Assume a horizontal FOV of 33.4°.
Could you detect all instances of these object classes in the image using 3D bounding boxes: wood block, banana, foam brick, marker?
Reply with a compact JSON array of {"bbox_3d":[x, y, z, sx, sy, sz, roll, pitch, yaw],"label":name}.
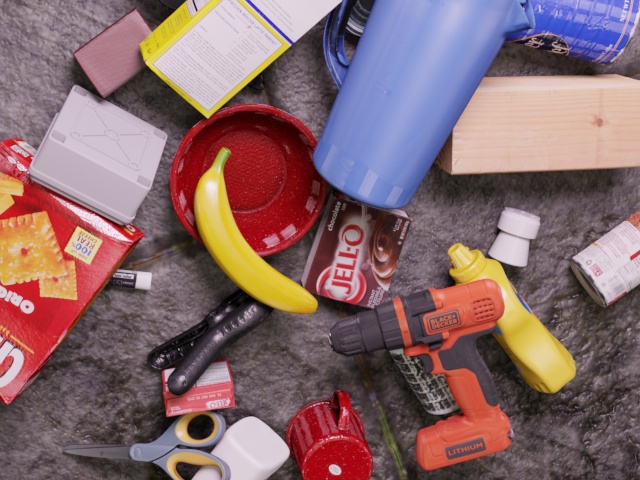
[{"bbox_3d":[0.226,-0.123,1.121,0.206,0.090,0.091,-2,105,-9],"label":"wood block"},{"bbox_3d":[-0.075,0.007,1.077,0.069,0.037,0.197,-28,109,2],"label":"banana"},{"bbox_3d":[-0.198,-0.186,1.051,0.078,0.053,0.051,-36,109,1],"label":"foam brick"},{"bbox_3d":[-0.240,0.036,1.126,0.121,0.020,0.020,7,104,-12],"label":"marker"}]

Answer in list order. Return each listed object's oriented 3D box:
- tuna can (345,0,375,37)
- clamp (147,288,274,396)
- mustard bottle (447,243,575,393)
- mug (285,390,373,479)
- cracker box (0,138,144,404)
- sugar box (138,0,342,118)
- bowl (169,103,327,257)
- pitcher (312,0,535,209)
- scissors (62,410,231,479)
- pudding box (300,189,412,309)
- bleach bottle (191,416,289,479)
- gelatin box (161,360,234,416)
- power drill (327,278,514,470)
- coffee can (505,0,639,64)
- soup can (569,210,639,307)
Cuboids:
[{"bbox_3d":[0.050,-0.248,1.084,0.086,0.034,0.086,-2,106,-9],"label":"tuna can"},{"bbox_3d":[-0.105,0.097,1.117,0.171,0.120,0.039,-38,115,-1],"label":"clamp"},{"bbox_3d":[0.201,0.078,1.171,0.058,0.096,0.191,-39,108,3],"label":"mustard bottle"},{"bbox_3d":[0.015,0.225,1.190,0.093,0.081,0.117,12,104,-13],"label":"mug"},{"bbox_3d":[-0.307,0.030,1.068,0.164,0.072,0.214,38,96,-3],"label":"cracker box"},{"bbox_3d":[-0.076,-0.206,1.008,0.176,0.048,0.093,-40,131,13],"label":"sugar box"},{"bbox_3d":[-0.076,-0.065,1.105,0.162,0.055,0.162,-3,106,-9],"label":"bowl"},{"bbox_3d":[0.078,-0.161,1.018,0.144,0.149,0.243,16,115,-24],"label":"pitcher"},{"bbox_3d":[-0.182,0.211,1.147,0.202,0.016,0.096,14,87,22],"label":"scissors"},{"bbox_3d":[0.038,0.011,1.154,0.090,0.039,0.113,15,103,-13],"label":"pudding box"},{"bbox_3d":[-0.142,0.313,1.190,0.068,0.102,0.251,41,104,11],"label":"bleach bottle"},{"bbox_3d":[-0.131,0.158,1.141,0.073,0.089,0.030,-8,101,-8],"label":"gelatin box"},{"bbox_3d":[0.115,0.143,1.112,0.184,0.057,0.187,-15,109,4],"label":"power drill"},{"bbox_3d":[0.238,-0.243,1.081,0.140,0.103,0.103,10,104,-13],"label":"coffee can"},{"bbox_3d":[0.339,0.020,1.192,0.102,0.068,0.068,-35,108,2],"label":"soup can"}]
